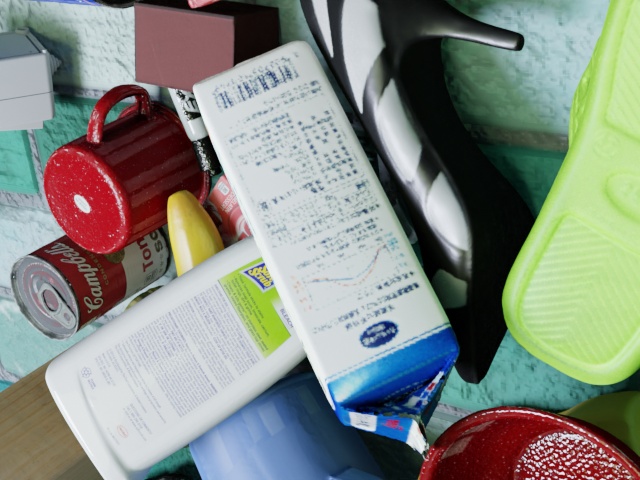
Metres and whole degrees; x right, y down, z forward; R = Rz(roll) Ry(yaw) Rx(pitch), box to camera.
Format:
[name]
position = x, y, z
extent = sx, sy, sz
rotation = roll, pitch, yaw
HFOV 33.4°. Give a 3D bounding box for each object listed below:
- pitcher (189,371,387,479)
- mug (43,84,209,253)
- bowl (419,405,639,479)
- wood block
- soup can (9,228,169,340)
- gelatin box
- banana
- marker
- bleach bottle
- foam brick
[pitcher]
position = 0.014, 0.213, 0.725
extent = 0.149, 0.145, 0.243
rotation = -31, 77, 7
[mug]
position = -0.138, -0.052, 0.747
extent = 0.093, 0.081, 0.117
rotation = 23, 126, 26
[bowl]
position = 0.135, 0.157, 0.593
extent = 0.162, 0.055, 0.162
rotation = 16, 116, 34
[wood block]
position = -0.228, 0.172, 0.853
extent = 0.090, 0.205, 0.091
rotation = 34, 130, 17
[soup can]
position = -0.170, 0.022, 0.798
extent = 0.069, 0.102, 0.068
rotation = 18, 124, 29
[gelatin box]
position = -0.055, 0.001, 0.748
extent = 0.073, 0.030, 0.089
rotation = 47, 133, 6
[banana]
position = -0.094, 0.066, 0.740
extent = 0.069, 0.037, 0.198
rotation = 14, 103, -9
[marker]
position = -0.093, -0.101, 0.729
extent = 0.020, 0.020, 0.121
rotation = -8, 109, 40
[bleach bottle]
position = -0.047, 0.056, 0.683
extent = 0.251, 0.068, 0.102
rotation = -31, 94, 10
[foam brick]
position = -0.072, -0.122, 0.669
extent = 0.078, 0.052, 0.051
rotation = 13, 111, 26
